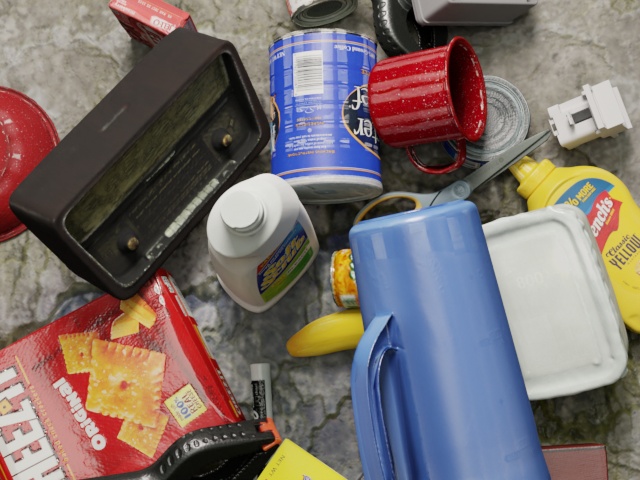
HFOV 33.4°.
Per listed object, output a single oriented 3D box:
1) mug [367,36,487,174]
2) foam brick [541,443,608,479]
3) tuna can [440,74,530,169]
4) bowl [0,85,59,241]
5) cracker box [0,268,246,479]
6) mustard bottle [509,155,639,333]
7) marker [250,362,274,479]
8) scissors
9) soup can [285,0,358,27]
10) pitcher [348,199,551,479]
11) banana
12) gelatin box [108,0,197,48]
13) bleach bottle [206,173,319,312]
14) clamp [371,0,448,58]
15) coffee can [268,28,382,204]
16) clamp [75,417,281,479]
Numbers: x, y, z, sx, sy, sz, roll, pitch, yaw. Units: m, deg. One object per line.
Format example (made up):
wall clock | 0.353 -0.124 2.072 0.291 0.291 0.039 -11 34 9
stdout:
mug | 0.097 -0.116 0.955 0.082 0.093 0.117 -7 102 30
foam brick | 0.212 0.208 0.946 0.078 0.053 0.051 -5 82 4
tuna can | 0.154 -0.111 1.005 0.086 0.034 0.086 -1 82 4
bowl | -0.334 -0.079 1.025 0.162 0.055 0.162 -1 82 4
cracker box | -0.200 0.145 0.975 0.213 0.072 0.164 -28 81 0
mustard bottle | 0.249 -0.011 0.972 0.192 0.058 0.096 42 93 9
marker | -0.052 0.174 0.986 0.020 0.020 0.121 -4 82 3
scissors | 0.128 -0.025 0.982 0.202 0.016 0.096 -18 89 16
soup can | -0.009 -0.265 1.022 0.068 0.068 0.102 -15 82 2
pitcher | 0.091 0.096 0.863 0.145 0.149 0.243 -12 90 3
banana | 0.070 0.095 0.980 0.198 0.037 0.069 14 83 6
gelatin box | -0.154 -0.202 1.012 0.073 0.089 0.030 28 84 7
bleach bottle | -0.056 0.001 0.894 0.068 0.251 0.102 44 87 8
clamp | 0.082 -0.235 1.014 0.120 0.039 0.171 -30 99 -27
coffee can | 0.004 -0.111 0.981 0.103 0.103 0.140 -2 82 4
clamp | -0.133 0.212 0.921 0.210 0.164 0.036 -35 45 3
